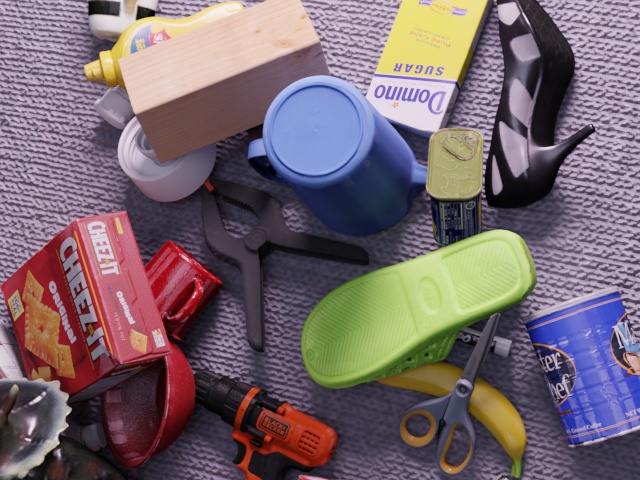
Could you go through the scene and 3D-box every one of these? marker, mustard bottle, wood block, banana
[{"bbox_3d":[0.148,0.100,1.165,0.121,0.020,0.020,18,88,14],"label":"marker"},{"bbox_3d":[-0.174,-0.210,1.222,0.191,0.058,0.096,-12,101,-6],"label":"mustard bottle"},{"bbox_3d":[-0.101,-0.177,1.152,0.206,0.091,0.090,-22,54,0],"label":"wood block"},{"bbox_3d":[0.148,0.173,1.148,0.198,0.037,0.069,35,92,14],"label":"banana"}]

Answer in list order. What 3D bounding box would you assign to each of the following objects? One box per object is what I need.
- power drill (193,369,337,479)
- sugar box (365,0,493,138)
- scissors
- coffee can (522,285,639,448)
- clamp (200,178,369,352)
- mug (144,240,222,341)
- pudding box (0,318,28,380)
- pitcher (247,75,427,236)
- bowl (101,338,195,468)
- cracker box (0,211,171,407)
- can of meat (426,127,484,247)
[{"bbox_3d":[-0.095,0.255,1.184,0.184,0.057,0.187,24,90,17],"label":"power drill"},{"bbox_3d":[0.120,-0.209,1.191,0.093,0.048,0.176,20,88,14],"label":"sugar box"},{"bbox_3d":[0.132,0.155,1.120,0.096,0.016,0.202,13,115,22],"label":"scissors"},{"bbox_3d":[0.278,0.129,1.090,0.103,0.102,0.140,-20,80,10],"label":"coffee can"},{"bbox_3d":[-0.058,0.001,1.206,0.164,0.036,0.210,-33,69,-7],"label":"clamp"},{"bbox_3d":[-0.161,0.057,1.195,0.093,0.117,0.081,40,88,-24],"label":"mug"},{"bbox_3d":[-0.377,0.141,1.243,0.039,0.090,0.113,-38,77,5],"label":"pudding box"},{"bbox_3d":[0.011,-0.086,1.101,0.149,0.242,0.145,-40,76,5],"label":"pitcher"},{"bbox_3d":[-0.186,0.172,1.191,0.162,0.055,0.162,-14,72,52],"label":"bowl"},{"bbox_3d":[-0.266,0.084,1.178,0.214,0.071,0.164,-32,75,47],"label":"cracker box"},{"bbox_3d":[0.144,-0.054,1.130,0.057,0.084,0.102,0,50,10],"label":"can of meat"}]
